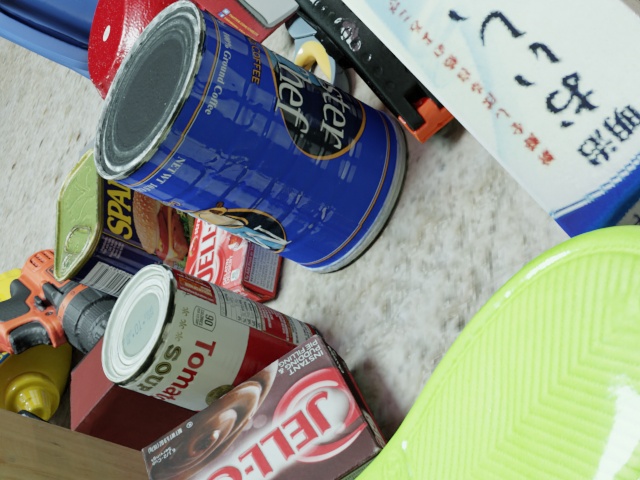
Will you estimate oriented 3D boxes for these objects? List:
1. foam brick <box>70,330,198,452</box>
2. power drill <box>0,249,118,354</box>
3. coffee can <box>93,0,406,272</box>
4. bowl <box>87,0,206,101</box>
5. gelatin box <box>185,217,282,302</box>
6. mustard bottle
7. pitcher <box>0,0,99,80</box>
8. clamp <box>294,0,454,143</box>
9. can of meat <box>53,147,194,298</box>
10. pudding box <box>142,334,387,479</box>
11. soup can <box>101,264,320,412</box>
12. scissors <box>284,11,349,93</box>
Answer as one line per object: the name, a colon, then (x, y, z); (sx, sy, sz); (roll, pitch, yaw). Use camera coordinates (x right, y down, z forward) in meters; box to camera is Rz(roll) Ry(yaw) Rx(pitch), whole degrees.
foam brick: (-0.104, 0.094, 0.647); (0.051, 0.078, 0.053); (-49, 33, 25)
power drill: (-0.228, 0.080, 0.766); (0.185, 0.187, 0.057); (26, 135, 53)
coffee can: (-0.038, -0.054, 0.589); (0.103, 0.140, 0.103); (-34, 43, 39)
bowl: (-0.151, -0.168, 0.881); (0.162, 0.055, 0.162); (-24, 62, 56)
gelatin box: (-0.054, 0.001, 0.680); (0.073, 0.030, 0.089); (-21, 52, 49)
mustard bottle: (-0.250, 0.097, 0.872); (0.096, 0.058, 0.192); (-46, 33, -3)
pitcher: (-0.293, -0.248, 0.998); (0.149, 0.242, 0.145); (-1, 71, 62)
clamp: (0.010, -0.123, 0.585); (0.039, 0.120, 0.172); (-47, 52, 8)
can of meat: (-0.137, -0.005, 0.754); (0.058, 0.083, 0.102); (-44, 37, 30)
pudding box: (-0.025, 0.110, 0.519); (0.113, 0.039, 0.090); (-35, 36, 3)
soup can: (-0.057, 0.060, 0.576); (0.069, 0.102, 0.068); (-34, 43, 39)
scissors: (-0.001, -0.158, 0.725); (0.096, 0.016, 0.202); (-44, 37, 27)
